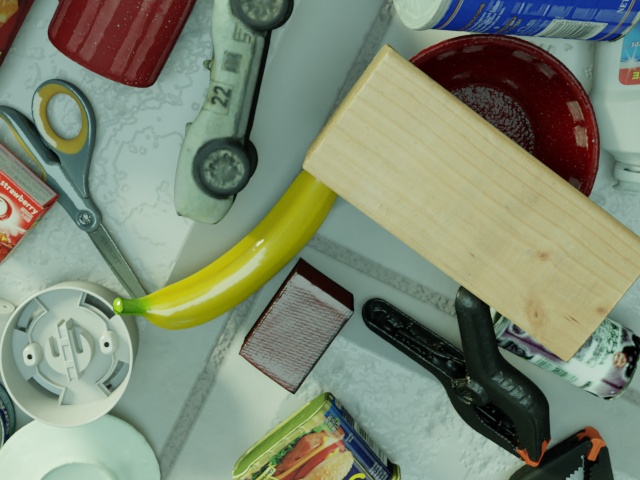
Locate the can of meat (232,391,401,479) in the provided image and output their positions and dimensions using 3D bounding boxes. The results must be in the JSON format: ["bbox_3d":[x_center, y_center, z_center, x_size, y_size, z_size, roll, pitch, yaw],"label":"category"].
[{"bbox_3d":[-0.004,0.176,0.807,0.102,0.057,0.084,-39,95,9],"label":"can of meat"}]

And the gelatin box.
[{"bbox_3d":[-0.247,-0.034,0.776,0.089,0.030,0.073,43,117,-6],"label":"gelatin box"}]

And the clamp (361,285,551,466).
[{"bbox_3d":[0.105,0.096,0.781,0.039,0.120,0.171,-45,115,-27],"label":"clamp"}]

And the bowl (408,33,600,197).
[{"bbox_3d":[0.110,-0.064,0.752,0.162,0.055,0.162,0,102,2],"label":"bowl"}]

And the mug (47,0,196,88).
[{"bbox_3d":[-0.142,-0.164,0.732,0.117,0.093,0.081,37,108,26],"label":"mug"}]

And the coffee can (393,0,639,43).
[{"bbox_3d":[0.128,-0.182,0.682,0.140,0.103,0.103,0,102,-18],"label":"coffee can"}]

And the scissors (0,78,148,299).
[{"bbox_3d":[-0.165,-0.036,0.788,0.201,0.016,0.096,43,104,-6],"label":"scissors"}]

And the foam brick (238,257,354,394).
[{"bbox_3d":[-0.017,0.062,0.785,0.051,0.053,0.078,34,100,-5],"label":"foam brick"}]

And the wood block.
[{"bbox_3d":[0.098,-0.028,0.685,0.206,0.091,0.090,36,101,-5],"label":"wood block"}]

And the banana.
[{"bbox_3d":[-0.053,0.009,0.772,0.198,0.069,0.037,-37,64,2],"label":"banana"}]
